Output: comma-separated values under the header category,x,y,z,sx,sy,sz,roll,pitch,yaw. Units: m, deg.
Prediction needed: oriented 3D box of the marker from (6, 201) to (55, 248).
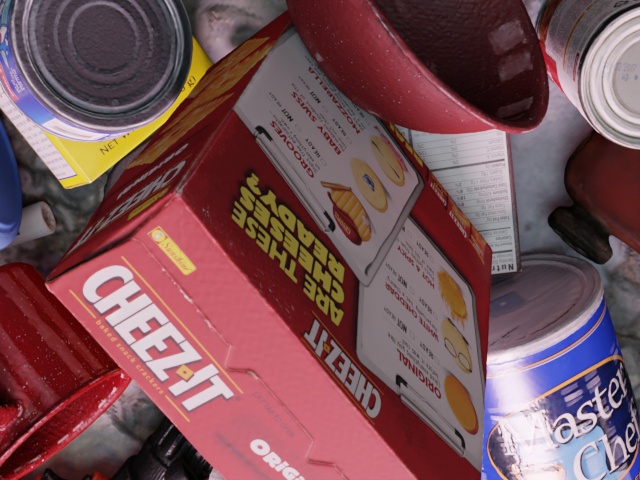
category,x,y,z,sx,sy,sz,roll,pitch,yaw
marker,-0.206,0.005,0.593,0.121,0.020,0.020,-18,110,8

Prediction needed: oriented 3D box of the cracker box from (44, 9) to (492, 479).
category,x,y,z,sx,sy,sz,roll,pitch,yaw
cracker box,-0.003,0.010,0.445,0.072,0.213,0.164,-32,108,24

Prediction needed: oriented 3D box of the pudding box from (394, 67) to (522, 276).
category,x,y,z,sx,sy,sz,roll,pitch,yaw
pudding box,0.056,-0.033,0.564,0.090,0.039,0.113,-7,113,4

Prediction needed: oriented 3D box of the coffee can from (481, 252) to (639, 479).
category,x,y,z,sx,sy,sz,roll,pitch,yaw
coffee can,0.118,0.092,0.577,0.103,0.103,0.140,-19,110,8

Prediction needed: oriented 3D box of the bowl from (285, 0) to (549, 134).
category,x,y,z,sx,sy,sz,roll,pitch,yaw
bowl,0.034,-0.106,0.482,0.055,0.162,0.162,-32,109,33

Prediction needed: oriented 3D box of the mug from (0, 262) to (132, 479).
category,x,y,z,sx,sy,sz,roll,pitch,yaw
mug,-0.159,0.066,0.536,0.093,0.117,0.081,-43,81,9

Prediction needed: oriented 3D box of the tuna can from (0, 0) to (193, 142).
category,x,y,z,sx,sy,sz,roll,pitch,yaw
tuna can,-0.101,-0.088,0.478,0.086,0.034,0.086,1,87,-30
